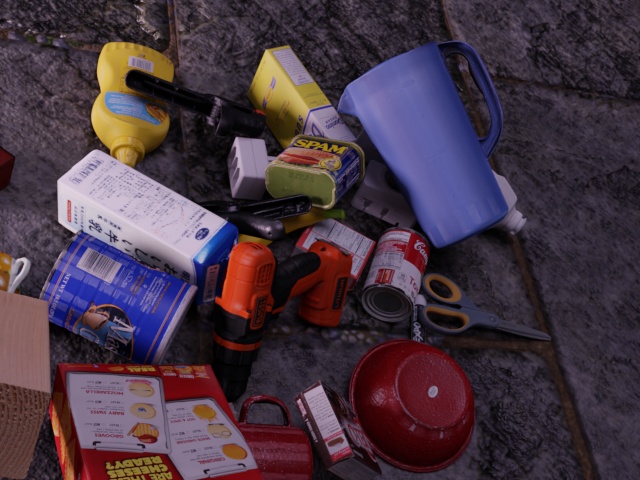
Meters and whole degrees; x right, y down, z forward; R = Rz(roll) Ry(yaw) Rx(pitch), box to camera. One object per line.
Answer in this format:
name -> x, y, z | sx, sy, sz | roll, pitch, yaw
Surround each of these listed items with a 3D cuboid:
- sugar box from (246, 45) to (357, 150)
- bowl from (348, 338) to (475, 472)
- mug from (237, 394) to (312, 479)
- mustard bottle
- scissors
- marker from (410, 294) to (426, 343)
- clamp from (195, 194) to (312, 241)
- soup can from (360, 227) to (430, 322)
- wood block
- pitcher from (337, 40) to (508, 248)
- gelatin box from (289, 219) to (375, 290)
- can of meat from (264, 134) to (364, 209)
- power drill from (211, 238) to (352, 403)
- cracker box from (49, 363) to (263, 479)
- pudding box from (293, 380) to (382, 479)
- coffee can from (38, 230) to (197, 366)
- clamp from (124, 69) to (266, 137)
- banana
sugar box -> -0.027, -0.163, 1.417 | 0.048, 0.093, 0.176 | -16, 61, -33
bowl -> 0.116, 0.179, 1.217 | 0.162, 0.055, 0.162 | 9, 61, -18
mug -> -0.059, 0.217, 1.093 | 0.081, 0.093, 0.117 | 8, 80, -25
mustard bottle -> -0.238, -0.163, 1.345 | 0.096, 0.058, 0.191 | 15, 48, -21
scissors -> 0.204, 0.086, 1.362 | 0.201, 0.016, 0.096 | 3, 54, -32
marker -> 0.120, 0.119, 1.307 | 0.020, 0.020, 0.121 | 16, 48, -12
clamp -> -0.101, -0.024, 1.250 | 0.171, 0.039, 0.120 | -6, 12, 10
soup can -> 0.093, 0.042, 1.323 | 0.068, 0.069, 0.102 | 25, 48, -4
wood block -> -0.306, 0.124, 0.991 | 0.090, 0.090, 0.206 | 15, 14, -19
pitcher -> 0.147, -0.122, 1.341 | 0.144, 0.149, 0.243 | -29, 92, -36
gelatin box -> 0.016, 0.013, 1.339 | 0.089, 0.030, 0.073 | 29, 46, 1
can of meat -> -0.008, -0.085, 1.322 | 0.102, 0.057, 0.083 | 12, 34, 23
power drill -> -0.046, 0.079, 1.191 | 0.057, 0.184, 0.187 | 25, 24, 29
cracker box -> -0.162, 0.202, 1.022 | 0.164, 0.072, 0.214 | 4, 26, -24
pudding box -> 0.020, 0.207, 1.135 | 0.039, 0.113, 0.090 | -31, 63, 8
coffee can -> -0.216, 0.065, 1.141 | 0.140, 0.103, 0.102 | 27, 47, -3
clamp -> -0.124, -0.158, 1.340 | 0.165, 0.036, 0.209 | 32, 13, 32
banana -> -0.066, -0.005, 1.293 | 0.197, 0.037, 0.070 | -32, 30, -24
